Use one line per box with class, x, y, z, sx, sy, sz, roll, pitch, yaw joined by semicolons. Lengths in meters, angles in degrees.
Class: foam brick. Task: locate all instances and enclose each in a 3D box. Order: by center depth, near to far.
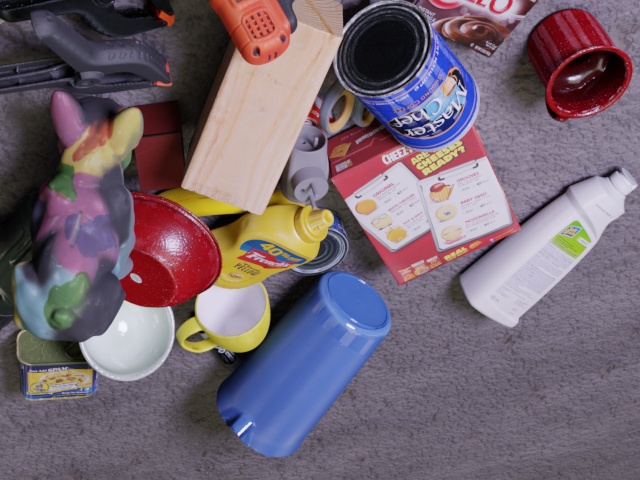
foam brick;-0.169;-0.097;1.115;0.051;0.053;0.078;-8;137;-9

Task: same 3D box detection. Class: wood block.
wood block;-0.058;-0.141;1.042;0.090;0.091;0.206;20;121;-12

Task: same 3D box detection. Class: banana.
banana;-0.114;-0.042;1.207;0.197;0.037;0.070;-6;163;-7

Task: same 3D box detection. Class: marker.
marker;-0.138;0.132;1.391;0.020;0.020;0.121;-24;137;9

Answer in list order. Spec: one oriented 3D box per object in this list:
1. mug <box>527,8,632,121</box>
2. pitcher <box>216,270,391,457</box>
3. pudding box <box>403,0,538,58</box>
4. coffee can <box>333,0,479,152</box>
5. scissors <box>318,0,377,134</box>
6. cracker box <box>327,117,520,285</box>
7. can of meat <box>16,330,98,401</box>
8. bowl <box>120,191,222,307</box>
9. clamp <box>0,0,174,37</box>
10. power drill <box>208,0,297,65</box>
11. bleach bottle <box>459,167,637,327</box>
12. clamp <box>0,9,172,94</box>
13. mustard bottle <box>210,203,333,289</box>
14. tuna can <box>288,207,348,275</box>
mug;0.267;-0.181;1.133;0.093;0.081;0.117;-2;136;-15
pitcher;-0.014;0.150;1.361;0.144;0.149;0.243;21;124;-27
pudding box;0.152;-0.244;1.064;0.113;0.039;0.090;18;128;-31
coffee can;0.088;-0.161;1.062;0.103;0.103;0.140;-30;151;16
scissors;0.033;-0.187;1.080;0.096;0.016;0.202;-38;146;-26
cracker box;0.119;-0.061;1.225;0.164;0.072;0.213;-25;136;10
can of meat;-0.327;0.155;1.333;0.102;0.057;0.084;-1;138;-15
bowl;-0.194;0.024;1.189;0.162;0.055;0.162;10;134;11
clamp;-0.198;-0.238;0.952;0.171;0.039;0.120;3;125;-46
power drill;-0.026;-0.266;0.930;0.187;0.184;0.057;-28;175;-7
bleach bottle;0.298;0.003;1.353;0.102;0.068;0.251;28;120;-37
clamp;-0.218;-0.165;0.982;0.209;0.036;0.165;-5;170;-41
mustard bottle;-0.058;0.002;1.201;0.096;0.058;0.192;27;145;-36
tuna can;-0.010;0.002;1.281;0.086;0.034;0.086;-8;137;-8
